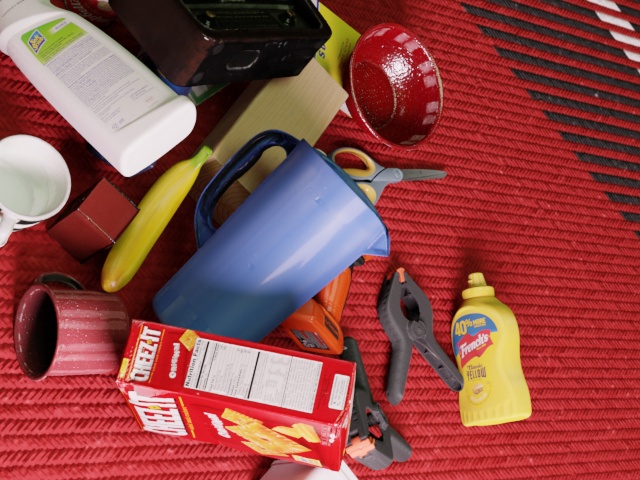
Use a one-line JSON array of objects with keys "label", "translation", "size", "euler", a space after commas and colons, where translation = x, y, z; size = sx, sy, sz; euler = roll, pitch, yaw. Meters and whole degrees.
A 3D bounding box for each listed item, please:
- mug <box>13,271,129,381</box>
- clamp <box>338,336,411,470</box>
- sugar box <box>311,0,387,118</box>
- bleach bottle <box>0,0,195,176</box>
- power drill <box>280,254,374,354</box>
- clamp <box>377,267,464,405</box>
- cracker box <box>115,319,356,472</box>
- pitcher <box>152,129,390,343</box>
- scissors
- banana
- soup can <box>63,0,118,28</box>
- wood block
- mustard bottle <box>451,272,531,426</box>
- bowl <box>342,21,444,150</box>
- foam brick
[{"label": "mug", "translation": [-0.244, 0.080, 1.040], "size": [0.081, 0.093, 0.117], "euler": [5, 45, -41]}, {"label": "clamp", "translation": [0.059, 0.207, 1.190], "size": [0.164, 0.036, 0.210], "euler": [60, 10, -9]}, {"label": "sugar box", "translation": [0.008, -0.237, 1.351], "size": [0.176, 0.048, 0.093], "euler": [33, 58, -33]}, {"label": "bleach bottle", "translation": [-0.247, -0.183, 1.091], "size": [0.102, 0.068, 0.251], "euler": [-40, 76, -21]}, {"label": "power drill", "translation": [0.007, 0.022, 1.223], "size": [0.184, 0.057, 0.187], "euler": [54, 48, -50]}, {"label": "clamp", "translation": [0.106, 0.122, 1.320], "size": [0.120, 0.039, 0.171], "euler": [-14, 78, -44]}, {"label": "cracker box", "translation": [-0.077, 0.154, 1.028], "size": [0.214, 0.164, 0.072], "euler": [10, 64, 5]}, {"label": "pitcher", "translation": [-0.062, 0.012, 1.107], "size": [0.243, 0.149, 0.145], "euler": [-43, 125, 3]}, {"label": "scissors", "translation": [0.090, -0.068, 1.386], "size": [0.201, 0.016, 0.096], "euler": [14, 68, -34]}, {"label": "banana", "translation": [-0.179, -0.019, 1.104], "size": [0.037, 0.070, 0.197], "euler": [32, 60, -6]}, {"label": "soup can", "translation": [-0.227, -0.282, 1.158], "size": [0.068, 0.102, 0.068], "euler": [13, 67, -34]}, {"label": "wood block", "translation": [-0.066, -0.121, 1.237], "size": [0.090, 0.090, 0.205], "euler": [45, 54, -17]}, {"label": "mustard bottle", "translation": [0.210, 0.135, 1.356], "size": [0.058, 0.096, 0.191], "euler": [5, 72, -36]}, {"label": "bowl", "translation": [0.080, -0.188, 1.334], "size": [0.161, 0.055, 0.162], "euler": [7, 79, -40]}, {"label": "foam brick", "translation": [-0.231, -0.020, 1.084], "size": [0.051, 0.078, 0.053], "euler": [44, 51, -17]}]
